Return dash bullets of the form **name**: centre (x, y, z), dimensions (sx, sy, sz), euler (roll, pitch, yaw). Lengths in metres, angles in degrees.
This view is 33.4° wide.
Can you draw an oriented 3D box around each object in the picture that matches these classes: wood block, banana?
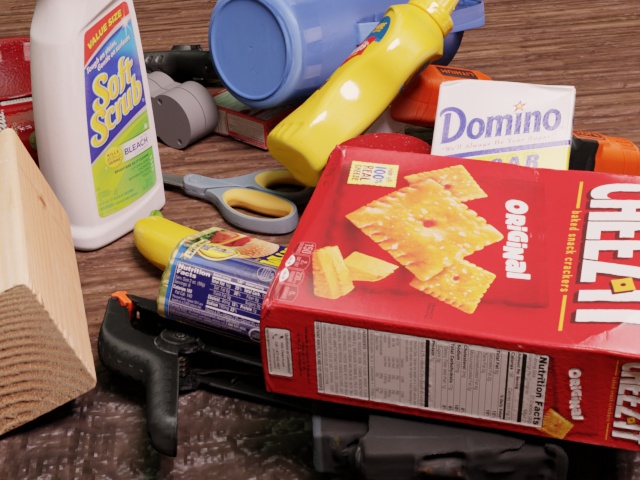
- **wood block**: centre (-0.214, 0.022, 0.696), dimensions (0.090, 0.091, 0.206), euler (-26, 35, -2)
- **banana**: centre (-0.068, 0.009, 0.776), dimensions (0.198, 0.037, 0.069), euler (16, 39, 29)

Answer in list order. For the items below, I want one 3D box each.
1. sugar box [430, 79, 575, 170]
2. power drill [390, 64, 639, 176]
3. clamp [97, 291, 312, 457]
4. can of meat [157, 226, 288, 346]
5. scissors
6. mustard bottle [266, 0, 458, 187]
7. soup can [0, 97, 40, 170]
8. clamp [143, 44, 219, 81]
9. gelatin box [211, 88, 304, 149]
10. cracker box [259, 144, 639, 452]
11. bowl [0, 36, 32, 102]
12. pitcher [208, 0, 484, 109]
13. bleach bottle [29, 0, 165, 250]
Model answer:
- **sugar box**: centre (0.115, -0.019, 0.705), dimensions (0.093, 0.048, 0.176), euler (5, 74, 13)
- **power drill**: centre (0.139, -0.088, 0.859), dimensions (0.184, 0.057, 0.188), euler (4, 24, -37)
- **clamp**: centre (-0.092, 0.078, 0.657), dimensions (0.172, 0.039, 0.120), euler (21, 19, 38)
- **can of meat**: centre (-0.047, 0.030, 0.686), dimensions (0.084, 0.057, 0.102), euler (15, 10, 12)
- **scissors**: centre (-0.086, -0.051, 0.898), dimensions (0.202, 0.016, 0.096), euler (24, 39, 36)
- **mustard bottle**: centre (0.041, -0.129, 0.844), dimensions (0.191, 0.058, 0.096), euler (-47, 5, -8)
- **soup can**: centre (-0.246, -0.091, 0.929), dimensions (0.102, 0.068, 0.068), euler (-12, 33, -16)
- **clamp**: centre (-0.132, -0.174, 1.050), dimensions (0.210, 0.036, 0.164), euler (3, 11, 25)
- **gelatin box**: centre (-0.058, -0.119, 0.994), dimensions (0.089, 0.030, 0.073), euler (21, 37, 33)
- **cracker box**: centre (0.090, 0.022, 0.593), dimensions (0.214, 0.072, 0.164), euler (7, 37, 15)
- **bowl**: centre (-0.302, -0.144, 1.033), dimensions (0.162, 0.055, 0.162), euler (-2, 31, 1)
- **pitcher**: centre (0.024, -0.193, 0.968), dimensions (0.242, 0.149, 0.145), euler (-24, 71, -46)
- **bleach bottle**: centre (-0.178, -0.124, 0.800), dimensions (0.068, 0.251, 0.102), euler (19, 38, 32)
